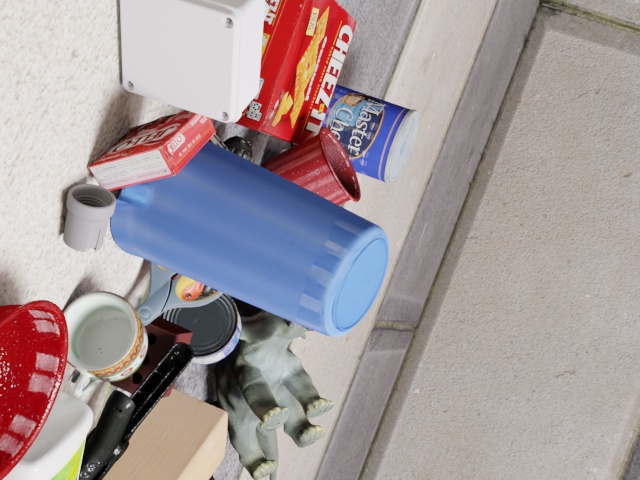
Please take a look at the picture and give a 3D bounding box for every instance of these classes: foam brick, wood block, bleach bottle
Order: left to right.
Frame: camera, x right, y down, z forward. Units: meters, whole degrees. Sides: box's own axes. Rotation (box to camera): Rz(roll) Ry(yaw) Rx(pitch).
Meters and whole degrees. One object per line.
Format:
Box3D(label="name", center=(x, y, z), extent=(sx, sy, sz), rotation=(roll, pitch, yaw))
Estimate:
Box3D(label="bleach bottle", center=(-0.267, 0.259, 0.986), extent=(0.102, 0.068, 0.251), rotation=(-49, 158, -52))
Box3D(label="wood block", center=(-0.194, 0.275, 1.210), extent=(0.205, 0.091, 0.090), rotation=(-54, 159, -46))
Box3D(label="foam brick", center=(-0.178, 0.124, 1.133), extent=(0.051, 0.053, 0.078), rotation=(9, 101, -75))

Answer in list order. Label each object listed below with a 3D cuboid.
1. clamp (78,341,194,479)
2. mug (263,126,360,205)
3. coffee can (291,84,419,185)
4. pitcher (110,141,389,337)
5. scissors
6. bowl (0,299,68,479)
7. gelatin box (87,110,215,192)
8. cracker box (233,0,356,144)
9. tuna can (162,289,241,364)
Box3D(label="clamp", center=(-0.209, 0.197, 1.038), extent=(0.210, 0.036, 0.164), rotation=(-53, 174, 11))
Box3D(label="mug", center=(-0.012, -0.076, 1.208), extent=(0.093, 0.082, 0.117), rotation=(55, 19, -29))
Box3D(label="coffee can", center=(0.046, -0.143, 1.400), extent=(0.102, 0.140, 0.103), rotation=(21, 90, -75))
Box3D(label="pitcher", center=(-0.059, -0.006, 0.994), extent=(0.149, 0.243, 0.145), rotation=(-47, 150, -36))
Box3D(label="scissors", center=(-0.181, 0.055, 1.071), extent=(0.201, 0.096, 0.016), rotation=(-28, 169, -24))
Box3D(label="bowl", center=(-0.260, 0.112, 0.815), extent=(0.162, 0.055, 0.162), rotation=(21, 90, -75))
Box3D(label="gelatin box", center=(-0.144, -0.078, 0.913), extent=(0.030, 0.089, 0.073), rotation=(62, 38, -22))
Box3D(label="cracker box", center=(-0.035, -0.194, 1.174), extent=(0.213, 0.072, 0.164), rotation=(1, 110, -75))
Box3D(label="tuna can", center=(-0.132, 0.095, 1.196), extent=(0.034, 0.086, 0.086), rotation=(79, 35, -66))
